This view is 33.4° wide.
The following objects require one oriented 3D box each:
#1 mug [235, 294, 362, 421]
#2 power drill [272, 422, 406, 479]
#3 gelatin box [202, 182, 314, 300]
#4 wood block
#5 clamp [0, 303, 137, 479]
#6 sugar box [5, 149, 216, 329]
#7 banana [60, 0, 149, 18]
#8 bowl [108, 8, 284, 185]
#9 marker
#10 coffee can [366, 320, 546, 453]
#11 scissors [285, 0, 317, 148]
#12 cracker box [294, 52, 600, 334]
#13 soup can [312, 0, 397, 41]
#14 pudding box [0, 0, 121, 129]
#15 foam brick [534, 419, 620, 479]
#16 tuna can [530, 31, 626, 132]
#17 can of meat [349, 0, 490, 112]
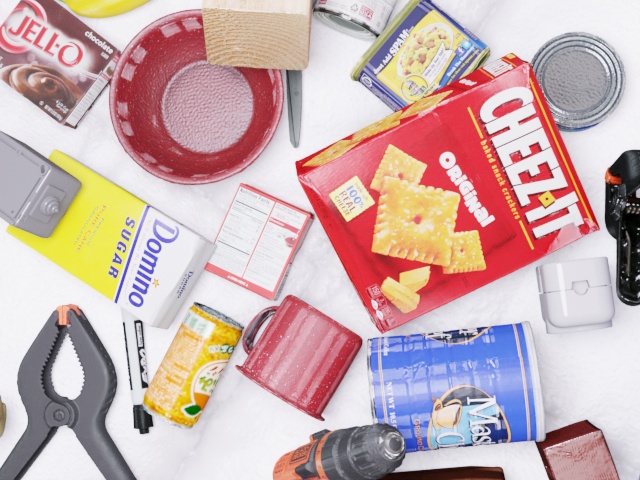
[{"bbox_3d":[-0.023,0.097,0.951,0.117,0.093,0.081,27,84,44],"label":"mug"},{"bbox_3d":[-0.013,0.235,0.854,0.057,0.185,0.187,38,58,-9],"label":"power drill"},{"bbox_3d":[-0.056,0.001,0.983,0.073,0.030,0.089,24,90,9],"label":"gelatin box"},{"bbox_3d":[-0.048,-0.262,0.933,0.090,0.091,0.206,4,68,0],"label":"wood block"},{"bbox_3d":[-0.246,0.166,0.992,0.164,0.036,0.210,-6,89,7],"label":"clamp"},{"bbox_3d":[-0.193,-0.002,0.978,0.176,0.048,0.093,30,90,20],"label":"sugar box"},{"bbox_3d":[-0.165,-0.264,1.007,0.198,0.037,0.069,-31,85,4],"label":"banana"},{"bbox_3d":[-0.110,-0.128,0.983,0.162,0.055,0.162,0,87,7],"label":"bowl"},{"bbox_3d":[-0.171,0.120,0.994,0.020,0.020,0.121,-7,86,6],"label":"marker"},{"bbox_3d":[0.115,0.127,0.918,0.140,0.102,0.103,-7,86,7],"label":"coffee can"},{"bbox_3d":[-0.043,-0.194,0.999,0.096,0.016,0.202,14,88,9],"label":"scissors"},{"bbox_3d":[0.108,-0.038,0.918,0.214,0.072,0.164,-26,107,5],"label":"cracker box"},{"bbox_3d":[0.042,-0.240,0.966,0.068,0.068,0.102,22,90,7],"label":"soup can"},{"bbox_3d":[-0.254,-0.173,1.011,0.113,0.039,0.090,37,91,7],"label":"pudding box"},{"bbox_3d":[0.219,0.189,0.914,0.051,0.078,0.053,-20,85,4],"label":"foam brick"},{"bbox_3d":[0.227,-0.141,0.954,0.086,0.033,0.086,0,87,7],"label":"tuna can"},{"bbox_3d":[0.091,-0.159,0.961,0.084,0.057,0.102,41,93,5],"label":"can of meat"}]
